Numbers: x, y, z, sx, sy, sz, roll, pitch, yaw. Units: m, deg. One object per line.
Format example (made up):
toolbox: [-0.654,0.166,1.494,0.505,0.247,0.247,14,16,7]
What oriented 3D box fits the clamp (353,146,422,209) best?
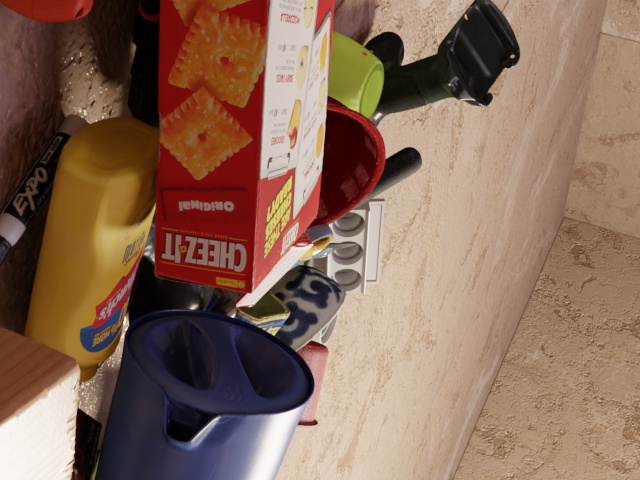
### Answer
clamp: [-0.017,-0.015,1.003,0.209,0.036,0.165,-31,179,-25]

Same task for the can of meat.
can of meat: [-0.080,0.082,0.922,0.084,0.057,0.102,-53,165,12]

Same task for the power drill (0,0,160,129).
power drill: [-0.115,-0.157,0.639,0.187,0.057,0.184,-13,115,-73]

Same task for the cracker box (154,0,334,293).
cracker box: [-0.044,-0.097,0.658,0.164,0.072,0.214,-51,148,-68]

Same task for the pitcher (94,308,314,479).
pitcher: [-0.099,0.177,0.771,0.148,0.145,0.243,2,117,-38]

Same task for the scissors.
scissors: [-0.017,0.017,0.976,0.096,0.016,0.201,-31,172,3]

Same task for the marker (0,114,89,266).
marker: [-0.175,-0.026,0.642,0.020,0.020,0.121,78,35,-57]

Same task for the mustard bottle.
mustard bottle: [-0.147,0.022,0.679,0.096,0.058,0.192,-60,172,-61]

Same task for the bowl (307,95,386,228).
bowl: [-0.030,-0.073,0.879,0.162,0.162,0.055,81,-6,-55]
